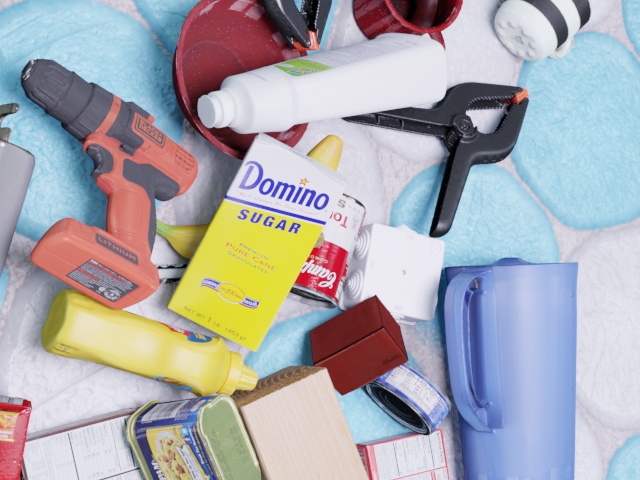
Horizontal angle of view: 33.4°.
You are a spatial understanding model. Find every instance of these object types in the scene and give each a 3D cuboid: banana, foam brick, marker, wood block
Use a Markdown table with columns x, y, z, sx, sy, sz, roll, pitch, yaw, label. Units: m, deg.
| x | y | z | sx | sy | sz | roll | pitch | yaw | label |
| --- | --- | --- | --- | --- | --- | --- | --- | --- | --- |
| -0.059 | -0.028 | 0.992 | 0.198 | 0.037 | 0.069 | -26 | 123 | 1 | banana |
| 0.036 | 0.101 | 1.019 | 0.078 | 0.051 | 0.053 | -29 | 124 | 12 | foam brick |
| -0.140 | 0.031 | 0.990 | 0.121 | 0.020 | 0.020 | -1 | 85 | -24 | marker |
| -0.013 | 0.228 | 0.988 | 0.090 | 0.090 | 0.206 | -23 | 95 | -24 | wood block |

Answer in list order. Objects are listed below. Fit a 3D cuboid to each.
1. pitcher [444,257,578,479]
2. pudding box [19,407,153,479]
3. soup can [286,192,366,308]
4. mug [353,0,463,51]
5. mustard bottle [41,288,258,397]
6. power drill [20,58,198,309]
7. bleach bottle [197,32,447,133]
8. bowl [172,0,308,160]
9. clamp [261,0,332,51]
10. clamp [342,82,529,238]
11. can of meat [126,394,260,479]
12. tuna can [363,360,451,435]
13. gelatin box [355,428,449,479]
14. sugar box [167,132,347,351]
| x | y | z | sx | sy | sz | roll | pitch | yaw | label |
| --- | --- | --- | --- | --- | --- | --- | --- | --- | --- |
| 0.188 | 0.138 | 1.065 | 0.149 | 0.145 | 0.243 | -2 | 88 | -5 | pitcher |
| -0.206 | 0.203 | 0.934 | 0.113 | 0.039 | 0.090 | -11 | 88 | -27 | pudding box |
| -0.001 | 0.007 | 1.027 | 0.068 | 0.069 | 0.102 | 23 | 76 | -20 | soup can |
| 0.090 | -0.234 | 1.085 | 0.093 | 0.082 | 0.117 | -32 | 97 | -23 | mug |
| -0.144 | 0.097 | 0.939 | 0.191 | 0.096 | 0.058 | 21 | 80 | -21 | mustard bottle |
| -0.187 | -0.049 | 0.904 | 0.184 | 0.057 | 0.187 | 34 | 42 | -32 | power drill |
| -0.004 | -0.140 | 0.978 | 0.250 | 0.103 | 0.068 | -17 | 112 | -35 | bleach bottle |
| -0.083 | -0.149 | 1.001 | 0.161 | 0.055 | 0.162 | 7 | 80 | -42 | bowl |
| -0.034 | -0.261 | 0.983 | 0.120 | 0.039 | 0.171 | -9 | 98 | -35 | clamp |
| 0.133 | -0.116 | 1.109 | 0.209 | 0.036 | 0.164 | -38 | 84 | -29 | clamp |
| -0.108 | 0.186 | 0.928 | 0.057 | 0.084 | 0.102 | -38 | 110 | -54 | can of meat |
| 0.084 | 0.151 | 1.041 | 0.086 | 0.086 | 0.033 | 45 | 71 | -14 | tuna can |
| 0.084 | 0.231 | 1.064 | 0.089 | 0.030 | 0.073 | -8 | 87 | -25 | gelatin box |
| -0.056 | 0.001 | 0.958 | 0.093 | 0.048 | 0.176 | 27 | 101 | -6 | sugar box |
